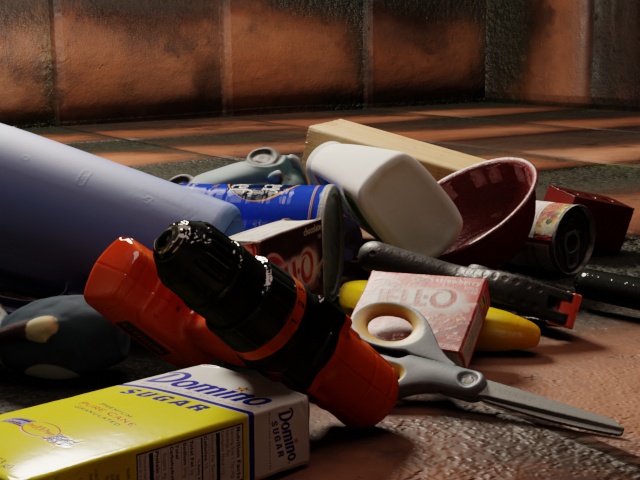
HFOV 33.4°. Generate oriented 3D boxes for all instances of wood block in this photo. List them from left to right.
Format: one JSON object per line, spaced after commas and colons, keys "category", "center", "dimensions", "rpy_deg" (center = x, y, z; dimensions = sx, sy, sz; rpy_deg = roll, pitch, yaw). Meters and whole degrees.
{"category": "wood block", "center": [0.088, -0.060, 1.163], "dimensions": [0.206, 0.091, 0.090], "rpy_deg": [19, 19, 21]}

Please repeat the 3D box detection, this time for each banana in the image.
{"category": "banana", "center": [0.074, 0.054, 0.822], "dimensions": [0.069, 0.037, 0.198], "rpy_deg": [-10, 14, -37]}

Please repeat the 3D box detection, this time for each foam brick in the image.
{"category": "foam brick", "center": [0.275, -0.022, 1.114], "dimensions": [0.078, 0.051, 0.053], "rpy_deg": [9, 14, -22]}

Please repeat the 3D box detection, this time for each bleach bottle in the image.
{"category": "bleach bottle", "center": [0.044, -0.045, 1.021], "dimensions": [0.068, 0.102, 0.251], "rpy_deg": [-41, 17, -6]}

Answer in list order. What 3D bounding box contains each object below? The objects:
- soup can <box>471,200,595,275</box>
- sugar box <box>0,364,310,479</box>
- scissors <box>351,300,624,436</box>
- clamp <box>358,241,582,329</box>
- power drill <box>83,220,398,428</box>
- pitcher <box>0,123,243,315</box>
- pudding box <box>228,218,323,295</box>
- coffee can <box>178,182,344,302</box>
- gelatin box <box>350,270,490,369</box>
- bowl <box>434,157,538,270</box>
{"category": "soup can", "center": [0.208, -0.006, 1.050], "dimensions": [0.068, 0.068, 0.102], "rpy_deg": [-10, 14, -41]}
{"category": "sugar box", "center": [-0.099, 0.106, 0.545], "dimensions": [0.175, 0.048, 0.094], "rpy_deg": [-13, 16, -43]}
{"category": "scissors", "center": [0.090, 0.077, 0.676], "dimensions": [0.202, 0.016, 0.096], "rpy_deg": [2, 40, 19]}
{"category": "clamp", "center": [0.115, 0.035, 0.839], "dimensions": [0.172, 0.039, 0.120], "rpy_deg": [7, -8, 40]}
{"category": "power drill", "center": [-0.065, 0.043, 0.639], "dimensions": [0.188, 0.057, 0.184], "rpy_deg": [10, -27, 51]}
{"category": "pitcher", "center": [-0.192, -0.001, 0.827], "dimensions": [0.243, 0.149, 0.145], "rpy_deg": [16, -1, 8]}
{"category": "pudding box", "center": [-0.034, 0.035, 0.793], "dimensions": [0.039, 0.090, 0.113], "rpy_deg": [3, 11, 21]}
{"category": "coffee can", "center": [-0.056, 0.001, 0.934], "dimensions": [0.140, 0.103, 0.102], "rpy_deg": [1, 11, 11]}
{"category": "gelatin box", "center": [0.067, 0.057, 0.748], "dimensions": [0.089, 0.030, 0.073], "rpy_deg": [4, 42, 24]}
{"category": "bowl", "center": [0.140, -0.009, 0.998], "dimensions": [0.162, 0.055, 0.162], "rpy_deg": [-28, 22, 12]}
